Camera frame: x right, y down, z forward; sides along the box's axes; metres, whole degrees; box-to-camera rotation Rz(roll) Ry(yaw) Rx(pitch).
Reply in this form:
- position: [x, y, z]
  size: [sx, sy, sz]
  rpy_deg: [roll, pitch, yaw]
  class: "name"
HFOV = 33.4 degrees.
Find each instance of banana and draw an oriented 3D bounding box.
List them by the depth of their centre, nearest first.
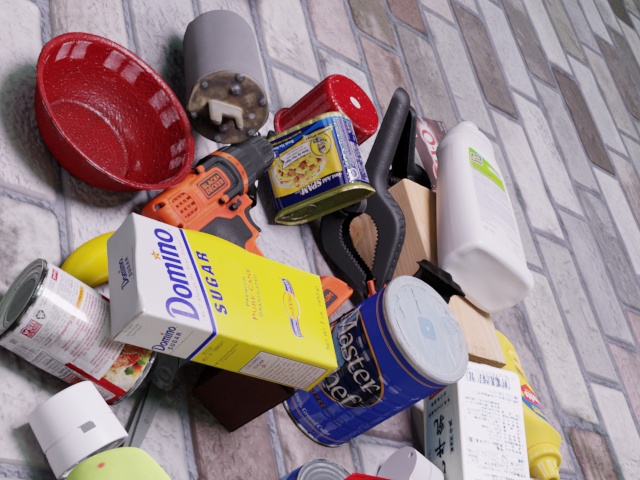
- position: [-0.130, 0.021, 0.869]
  size: [0.197, 0.037, 0.069]
  rpy_deg: [-7, 78, -30]
  class: "banana"

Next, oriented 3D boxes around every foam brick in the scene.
- position: [-0.057, 0.111, 0.876]
  size: [0.051, 0.078, 0.053]
  rpy_deg: [47, 35, -11]
  class: "foam brick"

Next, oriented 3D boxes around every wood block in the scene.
- position: [0.109, 0.052, 1.132]
  size: [0.090, 0.091, 0.206]
  rpy_deg: [20, 45, -43]
  class: "wood block"

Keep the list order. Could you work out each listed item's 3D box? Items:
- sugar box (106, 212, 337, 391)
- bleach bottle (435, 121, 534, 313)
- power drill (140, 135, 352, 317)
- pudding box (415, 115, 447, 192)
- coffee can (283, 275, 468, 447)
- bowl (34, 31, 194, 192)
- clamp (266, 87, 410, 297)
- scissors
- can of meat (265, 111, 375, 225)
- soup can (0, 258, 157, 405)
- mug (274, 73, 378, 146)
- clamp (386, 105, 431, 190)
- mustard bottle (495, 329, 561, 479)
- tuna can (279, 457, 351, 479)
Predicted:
- position: [-0.073, 0.048, 0.805]
  size: [0.176, 0.048, 0.093]
  rpy_deg: [22, 40, -36]
  class: "sugar box"
- position: [0.170, -0.042, 1.156]
  size: [0.102, 0.068, 0.250]
  rpy_deg: [38, 33, -25]
  class: "bleach bottle"
- position: [-0.056, 0.001, 0.987]
  size: [0.187, 0.057, 0.184]
  rpy_deg: [50, 42, -2]
  class: "power drill"
- position: [0.139, -0.103, 1.363]
  size: [0.089, 0.039, 0.113]
  rpy_deg: [5, 56, -50]
  class: "pudding box"
- position: [0.045, 0.109, 0.949]
  size: [0.102, 0.141, 0.103]
  rpy_deg: [33, 38, -30]
  class: "coffee can"
- position: [-0.188, -0.099, 0.923]
  size: [0.162, 0.055, 0.162]
  rpy_deg: [32, 38, -30]
  class: "bowl"
- position: [0.044, -0.047, 1.101]
  size: [0.036, 0.165, 0.210]
  rpy_deg: [-1, 70, -65]
  class: "clamp"
- position: [-0.137, 0.091, 0.849]
  size: [0.096, 0.016, 0.201]
  rpy_deg: [49, 33, -5]
  class: "scissors"
- position: [-0.006, -0.072, 1.074]
  size: [0.057, 0.102, 0.084]
  rpy_deg: [11, 60, -63]
  class: "can of meat"
- position: [-0.177, 0.067, 0.772]
  size: [0.102, 0.069, 0.068]
  rpy_deg: [35, 37, -26]
  class: "soup can"
- position: [0.010, -0.121, 1.174]
  size: [0.093, 0.082, 0.117]
  rpy_deg: [30, 39, -33]
  class: "mug"
- position: [0.091, -0.073, 1.205]
  size: [0.039, 0.120, 0.171]
  rpy_deg: [37, -4, 34]
  class: "clamp"
- position: [0.205, 0.179, 1.121]
  size: [0.096, 0.058, 0.192]
  rpy_deg: [48, 14, -38]
  class: "mustard bottle"
- position: [0.001, 0.226, 0.883]
  size: [0.086, 0.034, 0.086]
  rpy_deg: [32, 38, -30]
  class: "tuna can"
